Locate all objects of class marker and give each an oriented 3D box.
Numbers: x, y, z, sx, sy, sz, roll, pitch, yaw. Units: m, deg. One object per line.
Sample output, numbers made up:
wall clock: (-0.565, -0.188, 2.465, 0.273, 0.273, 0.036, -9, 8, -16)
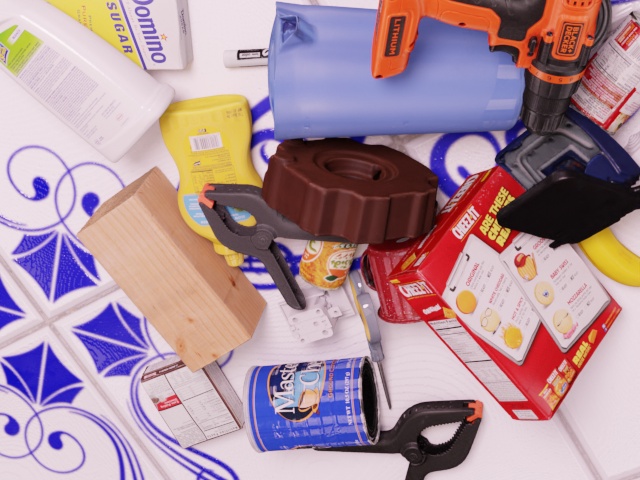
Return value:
marker: (-0.041, -0.191, 1.110, 0.121, 0.020, 0.020, -1, 116, 11)

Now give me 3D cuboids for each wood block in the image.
wood block: (-0.164, 0.033, 1.203, 0.090, 0.090, 0.206, -31, 106, 22)

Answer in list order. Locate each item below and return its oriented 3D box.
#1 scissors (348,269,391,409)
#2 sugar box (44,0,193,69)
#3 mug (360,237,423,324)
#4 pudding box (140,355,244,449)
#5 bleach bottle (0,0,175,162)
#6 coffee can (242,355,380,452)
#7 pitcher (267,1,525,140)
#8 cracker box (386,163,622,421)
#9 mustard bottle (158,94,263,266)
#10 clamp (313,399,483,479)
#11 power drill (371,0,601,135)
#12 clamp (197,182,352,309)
scissors: (0.058, 0.110, 1.231, 0.016, 0.096, 0.202, -17, 144, -2)
sugar box: (-0.226, -0.227, 1.113, 0.176, 0.048, 0.093, 2, 118, 12)
mug: (0.090, 0.033, 1.164, 0.117, 0.093, 0.081, 6, 117, 48)
pudding box: (-0.155, 0.193, 1.310, 0.090, 0.039, 0.113, -22, 112, 19)
bleach bottle: (-0.274, -0.193, 1.076, 0.250, 0.068, 0.103, 41, 122, -15)
coffee can: (-0.009, 0.191, 1.244, 0.140, 0.102, 0.103, -7, 114, 14)
pitcher: (0.070, -0.158, 1.041, 0.243, 0.149, 0.145, 1, 111, -2)
cracker box: (0.193, 0.056, 1.106, 0.213, 0.164, 0.072, 47, 153, -13)
mustard bottle: (-0.110, -0.060, 1.165, 0.096, 0.058, 0.191, -8, 114, 4)
clamp: (0.116, 0.261, 1.291, 0.210, 0.036, 0.164, -30, 106, 22)
power drill: (0.140, -0.172, 0.921, 0.187, 0.057, 0.184, 4, 134, -2)
clamp: (-0.057, 0.001, 1.138, 0.171, 0.039, 0.120, 26, 113, -2)
